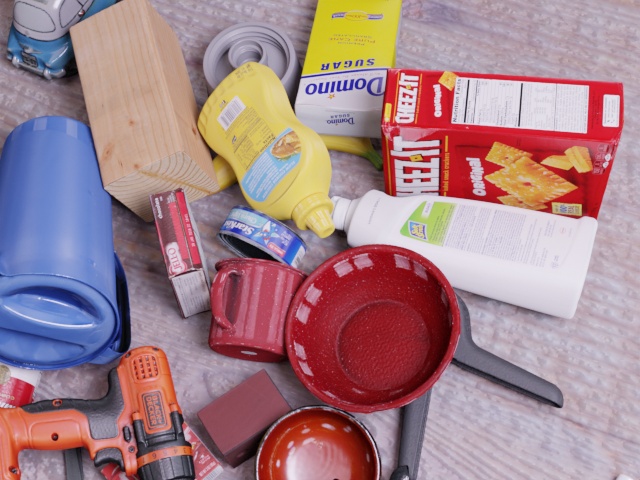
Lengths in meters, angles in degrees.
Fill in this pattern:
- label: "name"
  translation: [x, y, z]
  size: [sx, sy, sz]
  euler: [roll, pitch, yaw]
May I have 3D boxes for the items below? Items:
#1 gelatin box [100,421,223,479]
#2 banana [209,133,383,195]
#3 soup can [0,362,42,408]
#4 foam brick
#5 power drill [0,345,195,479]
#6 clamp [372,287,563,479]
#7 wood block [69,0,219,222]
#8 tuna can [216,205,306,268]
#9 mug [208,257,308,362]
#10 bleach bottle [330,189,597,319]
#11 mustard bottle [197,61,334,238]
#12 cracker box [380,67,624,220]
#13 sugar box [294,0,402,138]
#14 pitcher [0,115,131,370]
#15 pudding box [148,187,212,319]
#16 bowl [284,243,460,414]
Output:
- label: "gelatin box"
  translation: [-0.148, 0.214, 0.995]
  size: [0.089, 0.030, 0.073]
  euler: [-40, 68, -11]
- label: "banana"
  translation: [-0.034, -0.095, 1.111]
  size: [0.198, 0.037, 0.069]
  euler: [-9, 66, 2]
- label: "soup can"
  translation: [-0.305, 0.136, 1.026]
  size: [0.068, 0.068, 0.102]
  euler: [8, 67, 10]
- label: "foam brick"
  translation: [-0.067, 0.166, 0.994]
  size: [0.078, 0.053, 0.051]
  euler: [-33, 67, -8]
- label: "power drill"
  translation: [-0.208, 0.196, 0.947]
  size: [0.187, 0.057, 0.184]
  euler: [-10, 66, -14]
- label: "clamp"
  translation: [0.120, 0.106, 1.005]
  size: [0.164, 0.036, 0.210]
  euler: [-21, 64, 2]
- label: "wood block"
  translation: [-0.183, -0.138, 1.102]
  size: [0.090, 0.090, 0.206]
  euler: [-24, 61, 10]
- label: "tuna can"
  translation: [-0.057, 0.001, 1.044]
  size: [0.086, 0.086, 0.033]
  euler: [25, 75, 16]
- label: "mug"
  translation: [-0.067, 0.065, 1.007]
  size: [0.093, 0.117, 0.081]
  euler: [-1, 70, 27]
- label: "bleach bottle"
  translation: [0.130, -0.003, 1.026]
  size: [0.251, 0.068, 0.102]
  euler: [15, 48, 12]
- label: "mustard bottle"
  translation: [-0.042, -0.078, 1.041]
  size: [0.096, 0.058, 0.192]
  euler: [-46, 61, 22]
- label: "cracker box"
  translation: [0.167, -0.085, 1.015]
  size: [0.214, 0.164, 0.072]
  euler: [5, 65, 8]
- label: "sugar box"
  translation: [0.032, -0.186, 1.117]
  size: [0.093, 0.048, 0.176]
  euler: [4, 51, 7]
- label: "pitcher"
  translation: [-0.253, 0.000, 1.029]
  size: [0.145, 0.149, 0.243]
  euler: [2, 45, -11]
- label: "pudding box"
  translation: [-0.133, 0.014, 1.034]
  size: [0.039, 0.113, 0.090]
  euler: [-14, 66, -4]
- label: "bowl"
  translation: [0.051, 0.087, 0.978]
  size: [0.162, 0.055, 0.162]
  euler: [-6, 64, 13]
